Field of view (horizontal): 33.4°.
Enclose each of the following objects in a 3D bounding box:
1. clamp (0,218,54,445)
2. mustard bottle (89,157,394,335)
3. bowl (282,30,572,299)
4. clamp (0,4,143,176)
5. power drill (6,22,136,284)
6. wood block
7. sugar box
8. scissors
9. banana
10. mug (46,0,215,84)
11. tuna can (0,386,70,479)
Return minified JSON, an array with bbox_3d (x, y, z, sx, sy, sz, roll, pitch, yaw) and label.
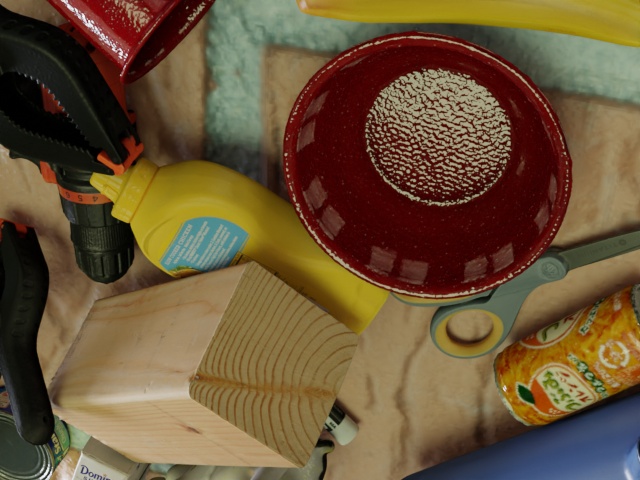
[{"bbox_3d":[-0.214,0.068,0.737,0.120,0.039,0.171,-3,77,37],"label":"clamp"},{"bbox_3d":[-0.054,0.000,0.669,0.191,0.058,0.096,27,143,-10],"label":"mustard bottle"},{"bbox_3d":[0.062,-0.048,0.608,0.162,0.055,0.162,8,120,13],"label":"bowl"},{"bbox_3d":[-0.192,-0.113,0.612,0.210,0.036,0.165,31,135,-2],"label":"clamp"},{"bbox_3d":[-0.210,-0.064,0.710,0.188,0.057,0.184,9,121,12],"label":"power drill"},{"bbox_3d":[-0.084,0.085,0.683,0.090,0.090,0.207,38,152,-26],"label":"wood block"},{"bbox_3d":[-0.169,0.196,0.842,0.048,0.093,0.176,25,127,4],"label":"sugar box"},{"bbox_3d":[0.139,0.032,0.660,0.202,0.016,0.096,-4,122,24],"label":"scissors"},{"bbox_3d":[0.089,-0.123,0.541,0.198,0.069,0.037,8,112,10],"label":"banana"},{"bbox_3d":[-0.102,-0.155,0.587,0.081,0.093,0.117,43,125,-3],"label":"mug"},{"bbox_3d":[-0.253,0.164,0.890,0.086,0.033,0.086,10,125,15],"label":"tuna can"}]
